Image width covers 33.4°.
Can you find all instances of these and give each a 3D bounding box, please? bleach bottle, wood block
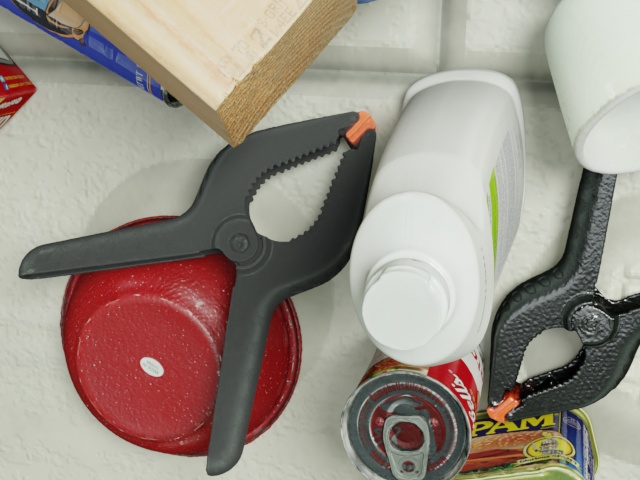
[{"bbox_3d":[0.055,-0.015,0.486,0.068,0.250,0.102,-3,104,14],"label":"bleach bottle"},{"bbox_3d":[-0.089,-0.146,0.471,0.206,0.091,0.090,41,87,4],"label":"wood block"}]

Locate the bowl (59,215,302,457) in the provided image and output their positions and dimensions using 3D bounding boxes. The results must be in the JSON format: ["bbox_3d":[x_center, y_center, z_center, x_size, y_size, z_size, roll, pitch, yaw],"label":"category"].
[{"bbox_3d":[-0.095,0.069,0.650,0.162,0.055,0.162,3,105,12],"label":"bowl"}]

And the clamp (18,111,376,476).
[{"bbox_3d":[-0.054,0.001,0.595,0.164,0.036,0.210,38,87,4],"label":"clamp"}]

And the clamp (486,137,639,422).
[{"bbox_3d":[0.161,0.041,0.589,0.120,0.039,0.172,34,113,8],"label":"clamp"}]

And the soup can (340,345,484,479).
[{"bbox_3d":[0.054,0.086,0.592,0.068,0.102,0.068,3,105,13],"label":"soup can"}]

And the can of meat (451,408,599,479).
[{"bbox_3d":[0.105,0.137,0.604,0.102,0.083,0.057,-12,102,16],"label":"can of meat"}]
